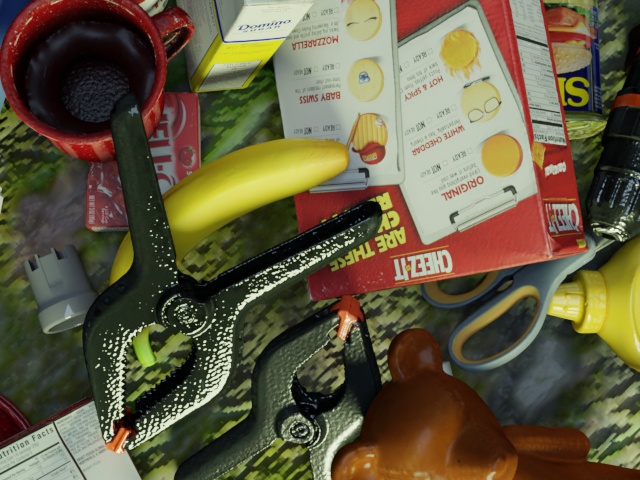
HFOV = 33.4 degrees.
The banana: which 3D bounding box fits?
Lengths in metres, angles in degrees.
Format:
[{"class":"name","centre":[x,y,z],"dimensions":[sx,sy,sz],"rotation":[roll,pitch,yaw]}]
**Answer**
[{"class":"banana","centre":[-0.071,-0.007,0.653],"dimensions":[0.069,0.037,0.198],"rotation":[37,113,-22]}]

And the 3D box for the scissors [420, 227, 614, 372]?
[{"class":"scissors","centre":[0.147,0.000,0.687],"dimensions":[0.201,0.016,0.096],"rotation":[-45,55,-7]}]

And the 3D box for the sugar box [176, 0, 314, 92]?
[{"class":"sugar box","centre":[-0.049,-0.154,0.628],"dimensions":[0.048,0.176,0.093],"rotation":[-7,86,-19]}]

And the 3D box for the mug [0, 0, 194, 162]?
[{"class":"mug","centre":[-0.126,-0.101,0.637],"dimensions":[0.117,0.081,0.093],"rotation":[-37,86,-8]}]

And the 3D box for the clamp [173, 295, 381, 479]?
[{"class":"clamp","centre":[-0.004,0.118,0.656],"dimensions":[0.120,0.039,0.172],"rotation":[28,112,-10]}]

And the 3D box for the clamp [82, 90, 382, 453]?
[{"class":"clamp","centre":[-0.085,0.027,0.615],"dimensions":[0.164,0.036,0.210],"rotation":[31,104,-17]}]

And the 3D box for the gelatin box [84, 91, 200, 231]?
[{"class":"gelatin box","centre":[-0.114,-0.051,0.689],"dimensions":[0.073,0.030,0.089],"rotation":[-1,85,-4]}]

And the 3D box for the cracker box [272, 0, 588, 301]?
[{"class":"cracker box","centre":[0.059,-0.082,0.646],"dimensions":[0.164,0.071,0.214],"rotation":[-12,85,35]}]

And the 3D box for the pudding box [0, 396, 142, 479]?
[{"class":"pudding box","centre":[-0.150,0.162,0.641],"dimensions":[0.089,0.039,0.113],"rotation":[-25,84,-47]}]
